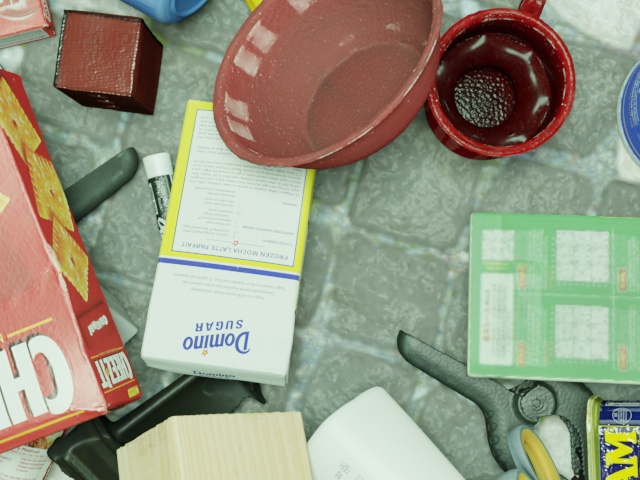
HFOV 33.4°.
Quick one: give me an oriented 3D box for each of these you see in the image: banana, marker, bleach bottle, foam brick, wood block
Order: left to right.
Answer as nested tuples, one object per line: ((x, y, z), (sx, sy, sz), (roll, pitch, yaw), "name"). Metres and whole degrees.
((-0.138, -0.116, 0.703), (0.053, 0.078, 0.051), (7, 88, 2), "foam brick")
((-0.099, 0.001, 0.727), (0.020, 0.020, 0.121), (-13, 88, -1), "marker")
((-0.052, 0.213, 0.626), (0.090, 0.090, 0.206), (3, 65, -34), "wood block")
((-0.027, -0.188, 0.728), (0.069, 0.037, 0.198), (-29, 89, -20), "banana")
((0.087, 0.210, 0.642), (0.067, 0.103, 0.251), (-27, 65, -40), "bleach bottle")

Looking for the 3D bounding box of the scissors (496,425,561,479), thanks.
((0.166, 0.193, 0.684), (0.016, 0.096, 0.201), (-26, 126, 24), "scissors")

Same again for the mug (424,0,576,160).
((0.116, -0.108, 0.699), (0.093, 0.081, 0.117), (22, 88, 1), "mug")

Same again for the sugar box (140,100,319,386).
((-0.055, 0.001, 0.693), (0.093, 0.048, 0.176), (8, 74, 1), "sugar box")

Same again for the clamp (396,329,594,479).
((0.145, 0.097, 0.714), (0.120, 0.039, 0.171), (-38, 93, 3), "clamp")

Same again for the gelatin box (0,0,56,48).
((-0.233, -0.168, 0.728), (0.089, 0.030, 0.073), (-13, 88, 0), "gelatin box")

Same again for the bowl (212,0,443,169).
((0.014, -0.101, 0.655), (0.162, 0.055, 0.162), (-19, 51, 26), "bowl")

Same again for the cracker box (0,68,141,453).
((-0.224, 0.025, 0.630), (0.164, 0.072, 0.214), (-22, 87, 8), "cracker box")

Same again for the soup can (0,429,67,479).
((-0.211, 0.146, 0.697), (0.068, 0.068, 0.102), (23, 88, 1), "soup can")
